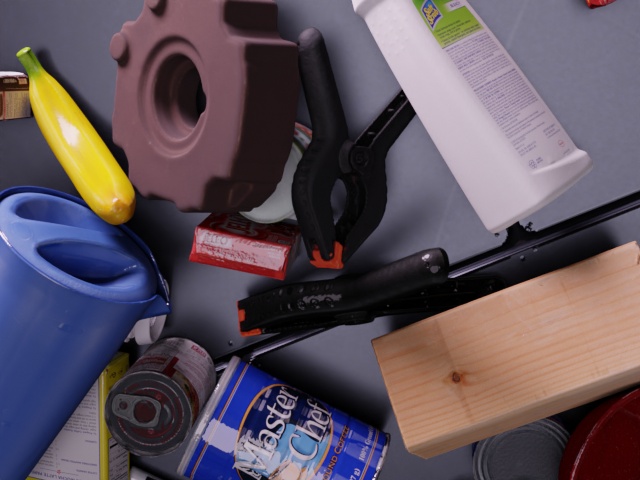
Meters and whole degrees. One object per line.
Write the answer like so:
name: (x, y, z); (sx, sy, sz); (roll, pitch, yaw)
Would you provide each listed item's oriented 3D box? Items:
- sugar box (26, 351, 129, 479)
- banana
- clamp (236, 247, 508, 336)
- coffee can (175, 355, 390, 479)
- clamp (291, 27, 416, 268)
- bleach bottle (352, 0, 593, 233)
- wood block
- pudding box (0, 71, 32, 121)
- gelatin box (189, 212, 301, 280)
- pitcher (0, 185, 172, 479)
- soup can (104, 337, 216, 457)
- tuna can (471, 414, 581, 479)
sugar box: (-0.207, 0.177, 0.888); (0.093, 0.048, 0.176); (7, 104, 20)
banana: (-0.183, -0.066, 0.811); (0.037, 0.069, 0.198); (-39, 57, -1)
clamp: (0.035, 0.046, 0.821); (0.210, 0.164, 0.036); (-13, 74, 30)
coffee can: (-0.029, 0.168, 0.845); (0.140, 0.102, 0.103); (26, 102, 0)
clamp: (0.013, -0.068, 0.781); (0.120, 0.039, 0.171); (24, 74, -26)
bleach bottle: (0.097, -0.134, 0.789); (0.068, 0.102, 0.251); (-33, 89, 43)
wood block: (0.155, 0.086, 0.803); (0.206, 0.090, 0.091); (-21, 71, 9)
pudding box: (-0.293, -0.110, 0.828); (0.113, 0.090, 0.039); (-2, 100, 6)
gelatin box: (-0.055, 0.001, 0.824); (0.073, 0.089, 0.030); (12, 101, 4)
pitcher: (-0.238, 0.085, 0.788); (0.149, 0.144, 0.243); (42, 111, 19)
soup can: (-0.124, 0.121, 0.846); (0.068, 0.102, 0.068); (1, 100, 5)
tuna can: (0.165, 0.176, 0.861); (0.086, 0.033, 0.086); (1, 101, 6)
